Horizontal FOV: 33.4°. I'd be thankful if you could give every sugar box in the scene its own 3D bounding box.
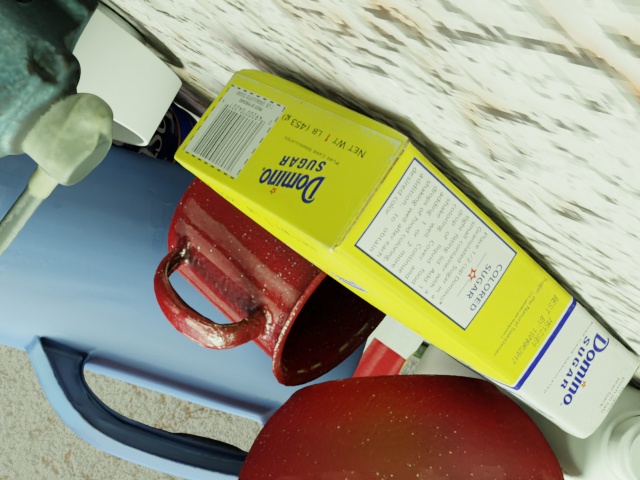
[{"bbox_3d":[0.037,0.010,0.386,0.093,0.048,0.176,32,174,47],"label":"sugar box"}]

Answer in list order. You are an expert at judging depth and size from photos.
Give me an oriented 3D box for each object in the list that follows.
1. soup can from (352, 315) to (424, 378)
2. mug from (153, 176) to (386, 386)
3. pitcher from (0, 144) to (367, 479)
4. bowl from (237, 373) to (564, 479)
[{"bbox_3d":[0.028,0.058,0.673,0.068,0.102,0.068,35,177,2],"label":"soup can"},{"bbox_3d":[-0.023,0.010,0.477,0.082,0.117,0.093,40,138,24],"label":"mug"},{"bbox_3d":[-0.100,0.023,0.565,0.242,0.145,0.149,18,-167,-26],"label":"pitcher"},{"bbox_3d":[0.034,0.094,0.478,0.162,0.055,0.162,-2,164,-1],"label":"bowl"}]
